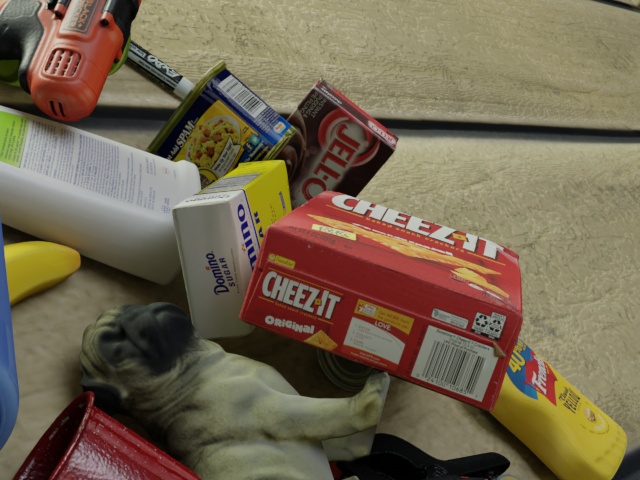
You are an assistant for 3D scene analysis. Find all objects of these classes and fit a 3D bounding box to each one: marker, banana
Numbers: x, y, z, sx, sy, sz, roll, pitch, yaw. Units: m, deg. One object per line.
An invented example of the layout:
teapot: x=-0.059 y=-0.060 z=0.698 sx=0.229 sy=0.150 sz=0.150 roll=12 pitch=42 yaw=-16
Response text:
marker: x=-0.146 y=-0.154 z=0.980 sx=0.121 sy=0.020 sz=0.020 roll=34 pitch=31 yaw=-10
banana: x=-0.201 y=0.048 z=0.639 sx=0.069 sy=0.037 sz=0.197 roll=50 pitch=27 yaw=-23

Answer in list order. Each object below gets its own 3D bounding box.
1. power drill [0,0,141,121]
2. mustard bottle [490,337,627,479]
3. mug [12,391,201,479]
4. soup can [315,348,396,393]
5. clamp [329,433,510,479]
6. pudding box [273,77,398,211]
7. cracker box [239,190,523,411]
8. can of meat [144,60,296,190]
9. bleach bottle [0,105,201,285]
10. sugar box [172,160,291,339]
power drill: x=-0.223 y=-0.179 z=0.768 sx=0.188 sy=0.057 sz=0.184 roll=10 pitch=60 yaw=7
mustard bottle: x=0.176 y=0.130 z=0.927 sx=0.191 sy=0.058 sz=0.096 roll=42 pitch=29 yaw=4
mug: x=-0.118 y=0.139 z=0.570 sx=0.081 sy=0.093 sz=0.117 roll=37 pitch=-5 yaw=-15
soup can: x=0.050 y=0.077 z=0.847 sx=0.068 sy=0.069 sz=0.102 roll=50 pitch=32 yaw=17
clamp: x=0.081 y=0.177 z=0.771 sx=0.171 sy=0.039 sz=0.120 roll=28 pitch=23 yaw=-12
pudding box: x=0.001 y=-0.072 z=0.942 sx=0.090 sy=0.114 sz=0.039 roll=37 pitch=27 yaw=-5
cracker box: x=0.052 y=0.029 z=0.731 sx=0.164 sy=0.072 sz=0.213 roll=19 pitch=12 yaw=7
can of meat: x=-0.082 y=-0.081 z=0.875 sx=0.084 sy=0.102 sz=0.057 roll=41 pitch=29 yaw=-3
bleach bottle: x=-0.207 y=-0.053 z=0.737 sx=0.250 sy=0.068 sz=0.102 roll=22 pitch=31 yaw=-24
sugar box: x=-0.055 y=0.001 z=0.767 sx=0.176 sy=0.048 sz=0.093 roll=-62 pitch=144 yaw=-75
